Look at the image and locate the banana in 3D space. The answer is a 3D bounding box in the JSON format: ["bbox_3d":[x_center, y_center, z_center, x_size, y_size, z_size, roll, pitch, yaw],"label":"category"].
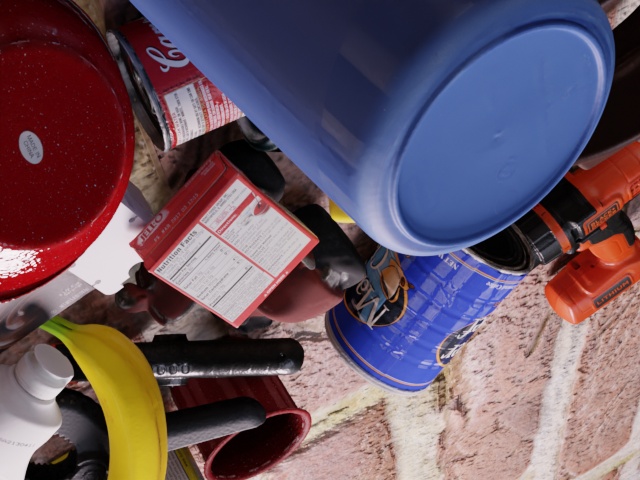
[{"bbox_3d":[-0.132,0.130,0.698,0.037,0.070,0.198,-49,139,-57],"label":"banana"}]

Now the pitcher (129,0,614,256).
[{"bbox_3d":[0.006,-0.112,0.424,0.144,0.243,0.149,4,125,-43],"label":"pitcher"}]

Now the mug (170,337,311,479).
[{"bbox_3d":[-0.062,0.135,0.847,0.093,0.081,0.117,-37,148,3],"label":"mug"}]

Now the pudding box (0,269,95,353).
[{"bbox_3d":[-0.202,0.029,0.615,0.113,0.039,0.090,-36,148,3],"label":"pudding box"}]

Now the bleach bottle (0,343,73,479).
[{"bbox_3d":[-0.238,0.162,0.674,0.251,0.068,0.102,-46,147,14],"label":"bleach bottle"}]

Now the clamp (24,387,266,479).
[{"bbox_3d":[-0.151,0.147,0.744,0.209,0.036,0.165,28,103,-22],"label":"clamp"}]

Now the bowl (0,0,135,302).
[{"bbox_3d":[-0.140,-0.044,0.480,0.161,0.055,0.162,-10,106,-41],"label":"bowl"}]

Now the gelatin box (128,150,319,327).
[{"bbox_3d":[-0.054,0.001,0.610,0.073,0.030,0.089,-47,138,3],"label":"gelatin box"}]

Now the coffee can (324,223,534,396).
[{"bbox_3d":[0.082,0.037,0.829,0.102,0.103,0.140,4,132,-45],"label":"coffee can"}]

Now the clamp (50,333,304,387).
[{"bbox_3d":[-0.099,0.084,0.749,0.171,0.039,0.120,1,166,-3],"label":"clamp"}]

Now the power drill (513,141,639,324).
[{"bbox_3d":[0.230,0.010,0.971,0.184,0.057,0.187,-36,149,2],"label":"power drill"}]

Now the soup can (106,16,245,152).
[{"bbox_3d":[-0.051,-0.097,0.557,0.102,0.068,0.068,-27,148,-14],"label":"soup can"}]
